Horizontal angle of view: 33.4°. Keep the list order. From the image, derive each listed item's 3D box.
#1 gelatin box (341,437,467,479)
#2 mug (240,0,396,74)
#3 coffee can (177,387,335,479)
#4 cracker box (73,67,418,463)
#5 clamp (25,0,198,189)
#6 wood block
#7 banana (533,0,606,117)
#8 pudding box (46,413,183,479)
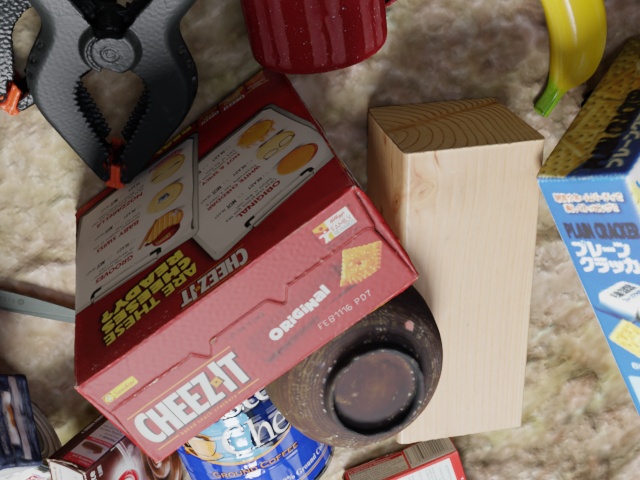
[{"bbox_3d":[0.069,0.196,0.821,0.089,0.030,0.073,-22,119,-2],"label":"gelatin box"},{"bbox_3d":[0.004,-0.151,0.613,0.117,0.093,0.081,-24,124,-22],"label":"mug"},{"bbox_3d":[-0.059,0.094,0.701,0.103,0.103,0.140,-22,118,-3],"label":"coffee can"},{"bbox_3d":[-0.054,0.001,0.595,0.164,0.214,0.072,-36,118,5],"label":"cracker box"},{"bbox_3d":[-0.123,-0.116,0.575,0.164,0.036,0.210,7,134,-11],"label":"clamp"},{"bbox_3d":[0.083,0.020,0.707,0.090,0.090,0.206,-6,115,-11],"label":"wood block"},{"bbox_3d":[0.130,-0.167,0.659,0.069,0.037,0.197,-32,118,3],"label":"banana"},{"bbox_3d":[-0.135,0.172,0.728,0.039,0.089,0.113,8,119,29],"label":"pudding box"}]
